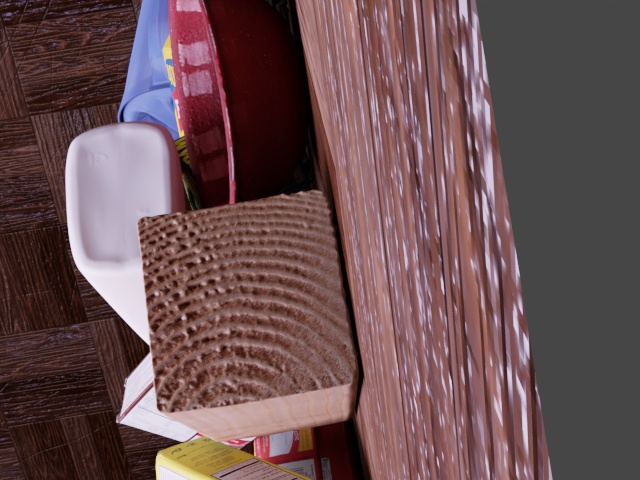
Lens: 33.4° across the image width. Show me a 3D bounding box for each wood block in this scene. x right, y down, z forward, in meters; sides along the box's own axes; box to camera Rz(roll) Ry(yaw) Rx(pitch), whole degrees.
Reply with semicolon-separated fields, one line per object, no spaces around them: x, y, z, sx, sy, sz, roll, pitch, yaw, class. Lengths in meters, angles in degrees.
-0.031;0.050;0.565;0.206;0.090;0.091;84;177;-76;wood block

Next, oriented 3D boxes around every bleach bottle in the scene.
-0.105;0.021;0.728;0.251;0.068;0.102;78;-175;-68;bleach bottle

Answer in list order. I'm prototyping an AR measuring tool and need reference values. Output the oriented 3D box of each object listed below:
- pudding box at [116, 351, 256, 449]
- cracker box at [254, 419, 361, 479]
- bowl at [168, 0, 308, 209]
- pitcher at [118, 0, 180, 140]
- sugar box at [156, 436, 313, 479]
-0.079;0.105;0.720;0.114;0.090;0.039;-46;28;53;pudding box
0.001;0.221;0.787;0.164;0.072;0.214;-100;1;-59;cracker box
-0.046;-0.085;0.624;0.162;0.055;0.162;169;90;-75;bowl
-0.115;-0.212;1.015;0.149;0.144;0.243;-31;50;51;pitcher
-0.031;0.177;0.614;0.177;0.048;0.093;5;108;51;sugar box
